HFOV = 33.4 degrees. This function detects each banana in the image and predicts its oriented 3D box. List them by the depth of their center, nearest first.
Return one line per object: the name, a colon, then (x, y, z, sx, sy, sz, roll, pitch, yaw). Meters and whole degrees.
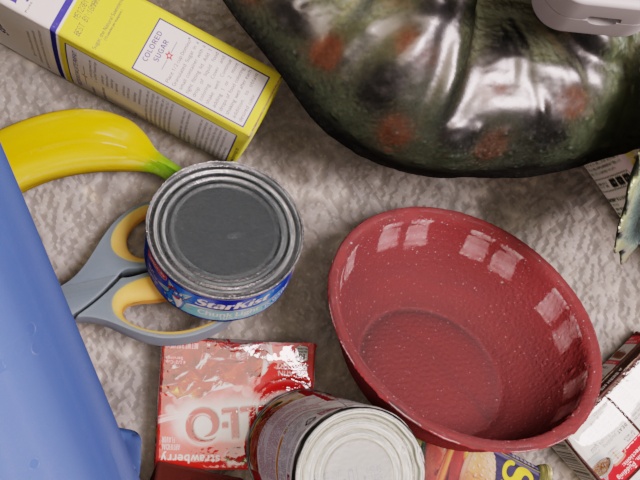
banana: (-0.176, -0.026, 0.589, 0.197, 0.037, 0.070, -25, 72, -9)

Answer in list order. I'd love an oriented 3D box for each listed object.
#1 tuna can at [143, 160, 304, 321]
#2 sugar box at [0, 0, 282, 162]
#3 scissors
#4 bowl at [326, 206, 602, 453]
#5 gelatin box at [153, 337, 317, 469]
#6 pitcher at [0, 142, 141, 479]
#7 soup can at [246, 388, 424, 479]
tuna can: (-0.054, 0.001, 0.586, 0.086, 0.034, 0.086, 5, 60, -9)
sugar box: (-0.111, -0.105, 0.582, 0.176, 0.093, 0.048, 30, 79, -6)
scissors: (-0.146, 0.021, 0.590, 0.201, 0.016, 0.096, 1, 63, -9)
bowl: (0.072, 0.058, 0.594, 0.162, 0.055, 0.162, 13, 47, -14)
gelatin box: (-0.048, 0.093, 0.608, 0.089, 0.030, 0.073, 3, 86, -8)
pitcher: (-0.178, 0.059, 0.486, 0.145, 0.149, 0.243, -15, 111, -2)
soup can: (0.005, 0.114, 0.548, 0.068, 0.102, 0.068, 1, 86, -16)
